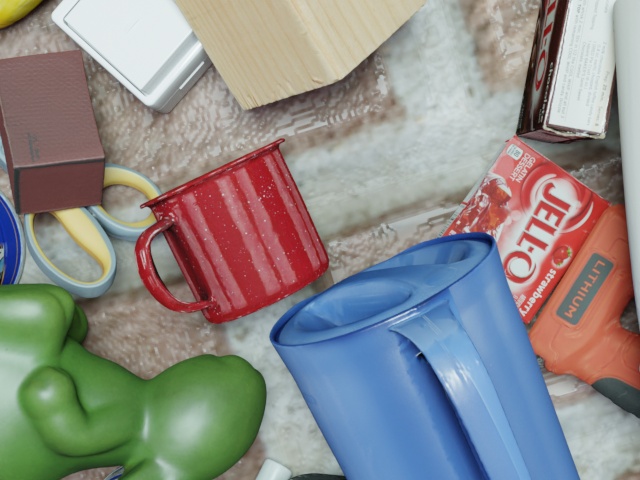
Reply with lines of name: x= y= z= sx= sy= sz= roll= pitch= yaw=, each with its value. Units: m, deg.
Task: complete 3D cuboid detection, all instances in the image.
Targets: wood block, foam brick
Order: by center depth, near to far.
wood block: x=-0.044 y=-0.185 z=0.569 sx=0.090 sy=0.091 sz=0.206 roll=-46 pitch=114 yaw=-34
foam brick: x=-0.159 y=-0.063 z=0.624 sx=0.053 sy=0.051 sz=0.078 roll=-9 pitch=64 yaw=-18

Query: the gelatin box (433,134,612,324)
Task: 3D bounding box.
gelatin box: x=0.119 y=-0.007 z=0.643 sx=0.073 sy=0.030 sz=0.089 roll=35 pitch=94 yaw=1

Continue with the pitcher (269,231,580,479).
pitcher: x=0.081 y=0.128 z=0.586 sx=0.145 sy=0.149 sz=0.243 roll=-18 pitch=102 yaw=35

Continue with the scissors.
scissors: x=-0.170 y=-0.056 z=0.658 sx=0.096 sy=0.016 sz=0.202 roll=-25 pitch=71 yaw=-25

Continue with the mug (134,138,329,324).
mug: x=-0.054 y=0.001 z=0.616 sx=0.117 sy=0.093 sz=0.081 roll=-30 pitch=98 yaw=-40

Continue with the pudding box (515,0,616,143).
pudding box: x=0.145 y=-0.113 z=0.608 sx=0.039 sy=0.090 sz=0.113 roll=8 pitch=93 yaw=2
